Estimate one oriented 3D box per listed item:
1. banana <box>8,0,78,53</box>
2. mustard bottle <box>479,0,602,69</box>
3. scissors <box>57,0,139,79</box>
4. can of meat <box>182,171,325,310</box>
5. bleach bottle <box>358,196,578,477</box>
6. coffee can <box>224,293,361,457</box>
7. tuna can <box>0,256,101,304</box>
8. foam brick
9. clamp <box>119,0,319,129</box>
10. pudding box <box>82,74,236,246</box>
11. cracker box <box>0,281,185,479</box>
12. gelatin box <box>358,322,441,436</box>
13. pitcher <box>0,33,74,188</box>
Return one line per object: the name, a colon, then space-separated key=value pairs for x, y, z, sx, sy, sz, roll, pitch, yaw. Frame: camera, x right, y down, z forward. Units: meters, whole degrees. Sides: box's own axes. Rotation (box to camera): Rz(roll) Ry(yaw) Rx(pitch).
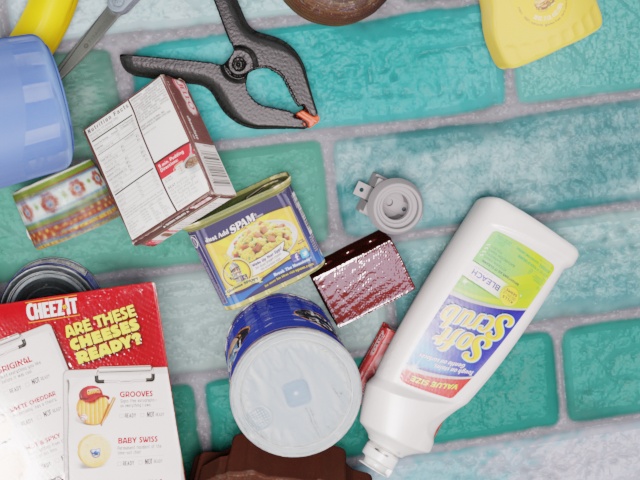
banana: x=-0.228 y=-0.209 z=0.872 sx=0.070 sy=0.037 sz=0.198 roll=12 pitch=96 yaw=11
mustard bottle: x=0.159 y=-0.249 z=0.896 sx=0.096 sy=0.058 sz=0.191 roll=-25 pitch=100 yaw=-3
scissors: x=-0.168 y=-0.217 z=0.882 sx=0.202 sy=0.016 sz=0.096 roll=-32 pitch=80 yaw=13
can of meat: x=-0.056 y=0.001 z=0.911 sx=0.102 sy=0.057 sz=0.084 roll=-25 pitch=103 yaw=-2
bleach bottle: x=0.116 y=0.091 z=0.916 sx=0.102 sy=0.068 sz=0.251 roll=32 pitch=83 yaw=-9
coffee can: x=-0.027 y=0.107 z=0.888 sx=0.102 sy=0.140 sz=0.103 roll=-1 pitch=99 yaw=-7
tuna can: x=-0.229 y=0.059 z=0.912 sx=0.086 sy=0.034 sz=0.086 roll=-1 pitch=99 yaw=-6
foam brick: x=0.035 y=0.032 z=0.928 sx=0.078 sy=0.053 sz=0.051 roll=-27 pitch=101 yaw=-2
clamp: x=-0.080 y=-0.143 z=0.896 sx=0.120 sy=0.039 sz=0.171 roll=-44 pitch=94 yaw=8
pudding box: x=-0.132 y=-0.064 z=0.869 sx=0.090 sy=0.039 sz=0.113 roll=-30 pitch=75 yaw=22
cracker box: x=-0.199 y=0.152 z=0.845 sx=0.164 sy=0.072 sz=0.214 roll=-8 pitch=85 yaw=-21
gelatin box: x=0.079 y=0.126 z=0.959 sx=0.089 sy=0.030 sz=0.073 roll=27 pitch=94 yaw=-10
pitcher: x=-0.316 y=-0.073 z=0.804 sx=0.242 sy=0.149 sz=0.145 roll=-15 pitch=106 yaw=-19
